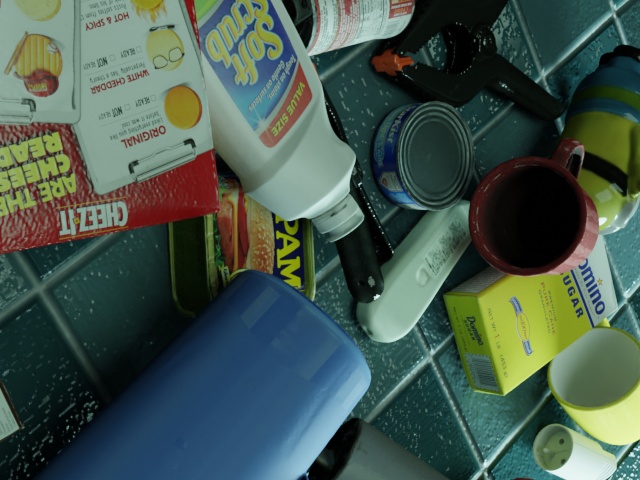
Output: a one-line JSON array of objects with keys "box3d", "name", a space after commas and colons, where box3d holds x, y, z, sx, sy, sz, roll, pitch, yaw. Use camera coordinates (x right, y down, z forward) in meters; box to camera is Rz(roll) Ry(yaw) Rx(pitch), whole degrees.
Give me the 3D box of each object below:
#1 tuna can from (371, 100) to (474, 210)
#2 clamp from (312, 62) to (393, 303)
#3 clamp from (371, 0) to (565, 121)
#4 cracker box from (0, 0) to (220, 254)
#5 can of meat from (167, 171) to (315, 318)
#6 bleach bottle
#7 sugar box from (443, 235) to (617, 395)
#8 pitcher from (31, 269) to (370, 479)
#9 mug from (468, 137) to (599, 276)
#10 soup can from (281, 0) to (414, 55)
[{"box3d": [0.081, -0.067, 0.847, 0.085, 0.034, 0.086, -2, 93, -39], "name": "tuna can"}, {"box3d": [0.013, -0.038, 0.758, 0.039, 0.120, 0.171, -24, 107, 7], "name": "clamp"}, {"box3d": [0.127, -0.173, 0.877, 0.209, 0.036, 0.164, -11, 100, -38], "name": "clamp"}, {"box3d": [-0.149, -0.107, 0.557, 0.163, 0.072, 0.214, -12, 99, -37], "name": "cracker box"}, {"box3d": [-0.055, 0.001, 0.725, 0.083, 0.058, 0.102, -5, 95, -36], "name": "can of meat"}, {"box3d": [-0.048, -0.113, 0.681, 0.102, 0.068, 0.251, -41, 102, -30], "name": "bleach bottle"}, {"box3d": [0.188, 0.054, 0.932, 0.175, 0.048, 0.093, -28, 109, -34], "name": "sugar box"}, {"box3d": [-0.074, 0.144, 0.632, 0.242, 0.145, 0.149, -48, 128, -15], "name": "pitcher"}, {"box3d": [0.179, -0.026, 0.850, 0.081, 0.093, 0.117, 12, 101, -63], "name": "mug"}, {"box3d": [0.010, -0.170, 0.762, 0.102, 0.069, 0.068, -20, 104, -37], "name": "soup can"}]
